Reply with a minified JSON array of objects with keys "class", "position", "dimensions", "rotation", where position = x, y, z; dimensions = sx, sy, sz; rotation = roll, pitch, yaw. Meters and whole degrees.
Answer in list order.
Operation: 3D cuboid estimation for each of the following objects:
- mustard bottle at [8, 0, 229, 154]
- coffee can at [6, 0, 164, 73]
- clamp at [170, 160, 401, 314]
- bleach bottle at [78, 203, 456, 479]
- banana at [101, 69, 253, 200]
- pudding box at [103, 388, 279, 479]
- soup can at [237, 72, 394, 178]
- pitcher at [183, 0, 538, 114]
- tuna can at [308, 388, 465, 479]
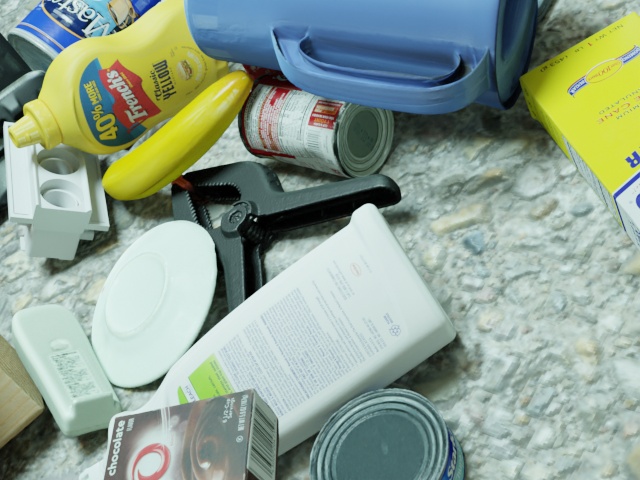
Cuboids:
[{"class":"mustard bottle","position":[-0.170,-0.126,0.888],"dimensions":[0.191,0.096,0.058],"rotation":[-31,38,-23]},{"class":"coffee can","position":[-0.214,-0.209,1.022],"dimensions":[0.103,0.102,0.140],"rotation":[23,67,43]},{"class":"clamp","position":[-0.055,0.001,0.785],"dimensions":[0.210,0.036,0.164],"rotation":[22,73,46]},{"class":"bleach bottle","position":[-0.045,0.086,0.670],"dimensions":[0.251,0.068,0.102],"rotation":[-33,72,5]},{"class":"banana","position":[-0.125,-0.074,0.848],"dimensions":[0.198,0.037,0.069],"rotation":[-24,44,46]},{"class":"pudding box","position":[-0.070,0.139,0.548],"dimensions":[0.090,0.039,0.113],"rotation":[-14,47,22]},{"class":"soup can","position":[-0.004,-0.087,0.808],"dimensions":[0.102,0.068,0.068],"rotation":[16,63,40]},{"class":"pitcher","position":[0.026,-0.165,0.753],"dimensions":[0.243,0.149,0.145],"rotation":[9,95,20]},{"class":"tuna can","position":[0.039,0.130,0.613],"dimensions":[0.086,0.033,0.086],"rotation":[-18,45,19]}]
